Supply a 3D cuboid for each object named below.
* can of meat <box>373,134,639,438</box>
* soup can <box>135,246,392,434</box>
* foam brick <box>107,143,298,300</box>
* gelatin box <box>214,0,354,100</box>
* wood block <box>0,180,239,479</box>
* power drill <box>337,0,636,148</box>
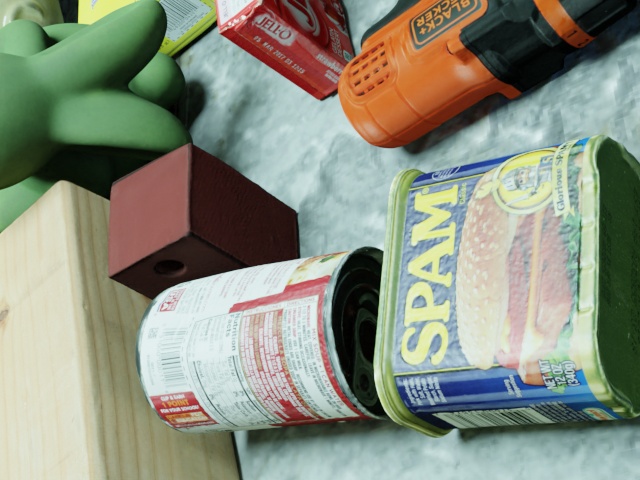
[{"bbox_3d":[0.072,0.017,0.387,0.084,0.057,0.102,-11,62,36],"label":"can of meat"},{"bbox_3d":[-0.018,0.044,0.442,0.102,0.068,0.068,-12,60,34],"label":"soup can"},{"bbox_3d":[-0.053,0.001,0.499,0.053,0.078,0.051,-25,51,32],"label":"foam brick"},{"bbox_3d":[-0.020,-0.124,0.538,0.030,0.073,0.089,-33,49,27],"label":"gelatin box"},{"bbox_3d":[-0.104,0.086,0.491,0.091,0.090,0.206,-37,47,24],"label":"wood block"},{"bbox_3d":[0.076,-0.152,0.475,0.185,0.057,0.187,-30,50,29],"label":"power drill"}]
